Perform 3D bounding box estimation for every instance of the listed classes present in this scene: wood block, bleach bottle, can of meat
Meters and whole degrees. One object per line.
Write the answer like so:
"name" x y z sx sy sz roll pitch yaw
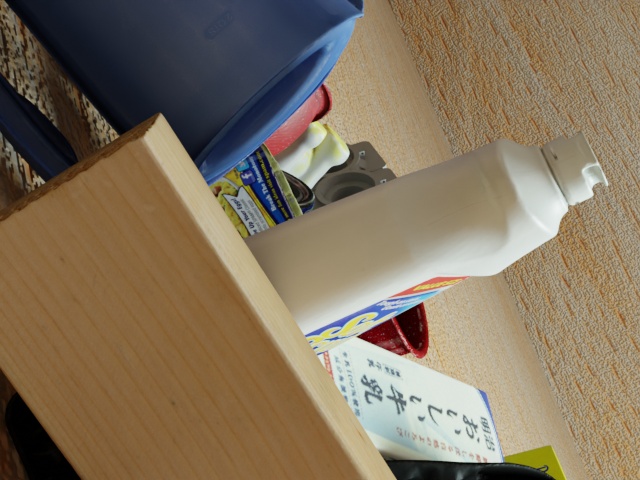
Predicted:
"wood block" -0.046 0.063 0.421 0.206 0.091 0.090 58 2 -12
"bleach bottle" 0.010 0.014 0.499 0.068 0.251 0.102 68 14 16
"can of meat" -0.054 0.001 0.610 0.102 0.083 0.057 65 -15 2

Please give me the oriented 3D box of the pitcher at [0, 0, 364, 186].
"pitcher" -0.110 -0.140 0.530 0.243 0.145 0.149 46 28 2
